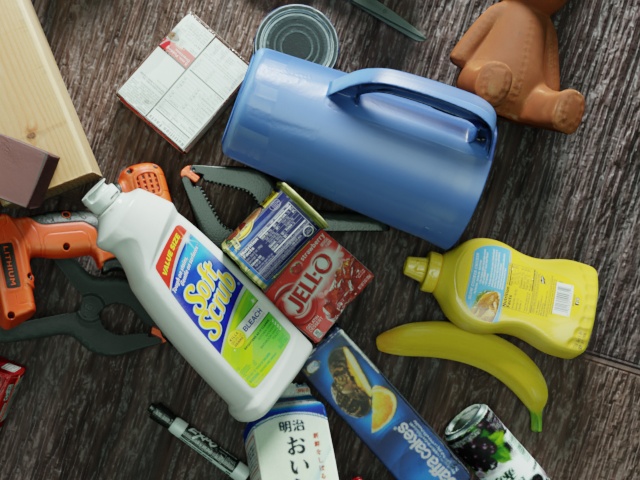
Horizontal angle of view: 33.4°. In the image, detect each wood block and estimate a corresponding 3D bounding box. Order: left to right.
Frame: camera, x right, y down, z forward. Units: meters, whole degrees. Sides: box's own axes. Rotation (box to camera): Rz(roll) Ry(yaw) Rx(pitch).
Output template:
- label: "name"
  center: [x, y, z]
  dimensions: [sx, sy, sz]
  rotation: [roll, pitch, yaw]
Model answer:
- label: "wood block"
  center: [-0.293, -0.142, 1.018]
  dimensions: [0.090, 0.090, 0.206]
  rotation: [-22, 92, -4]

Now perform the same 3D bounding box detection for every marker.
- label: "marker"
  center: [-0.123, 0.202, 1.070]
  dimensions: [0.121, 0.020, 0.020]
  rotation: [37, 88, -4]

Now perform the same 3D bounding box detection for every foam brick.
- label: "foam brick"
  center: [-0.266, -0.061, 0.937]
  dimensions: [0.051, 0.078, 0.053]
  rotation: [22, 89, -7]

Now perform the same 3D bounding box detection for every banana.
- label: "banana"
  center: [0.155, 0.123, 1.079]
  dimensions: [0.197, 0.037, 0.069]
  rotation: [28, 87, -4]

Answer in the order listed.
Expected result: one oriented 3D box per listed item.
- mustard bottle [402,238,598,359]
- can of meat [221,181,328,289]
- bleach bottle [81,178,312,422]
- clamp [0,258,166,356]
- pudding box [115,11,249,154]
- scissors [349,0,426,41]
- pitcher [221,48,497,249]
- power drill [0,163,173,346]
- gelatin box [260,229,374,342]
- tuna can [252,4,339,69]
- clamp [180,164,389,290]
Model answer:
- label: "mustard bottle"
  center: [0.176, 0.050, 1.067]
  dimensions: [0.191, 0.058, 0.096]
  rotation: [15, 71, -4]
- label: "can of meat"
  center: [-0.045, -0.005, 0.994]
  dimensions: [0.057, 0.102, 0.084]
  rotation: [44, 88, -8]
- label: "bleach bottle"
  center: [-0.124, 0.048, 0.980]
  dimensions: [0.250, 0.068, 0.102]
  rotation: [46, 62, -15]
- label: "clamp"
  center: [-0.229, 0.056, 1.051]
  dimensions: [0.171, 0.039, 0.120]
  rotation: [13, 89, -12]
- label: "pudding box"
  center: [-0.132, -0.155, 1.055]
  dimensions: [0.090, 0.039, 0.113]
  rotation: [41, 90, -4]
- label: "scissors"
  center: [0.005, -0.245, 1.074]
  dimensions: [0.096, 0.016, 0.202]
  rotation: [-43, 93, -1]
- label: "pitcher"
  center: [0.038, -0.097, 1.001]
  dimensions: [0.242, 0.145, 0.149]
  rotation: [20, 101, -7]
- label: "power drill"
  center: [-0.215, 0.028, 1.012]
  dimensions: [0.187, 0.057, 0.184]
  rotation: [-12, 80, -24]
- label: "gelatin box"
  center: [-0.004, 0.043, 1.041]
  dimensions: [0.073, 0.030, 0.089]
  rotation: [41, 87, -11]
- label: "tuna can"
  center: [-0.024, -0.191, 1.063]
  dimensions: [0.086, 0.034, 0.086]
  rotation: [0, 91, -4]
- label: "clamp"
  center: [-0.057, 0.001, 1.063]
  dimensions: [0.210, 0.036, 0.164]
  rotation: [30, 88, -8]
